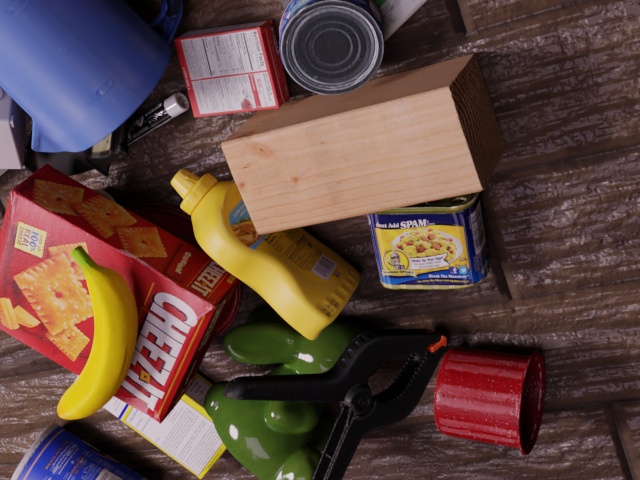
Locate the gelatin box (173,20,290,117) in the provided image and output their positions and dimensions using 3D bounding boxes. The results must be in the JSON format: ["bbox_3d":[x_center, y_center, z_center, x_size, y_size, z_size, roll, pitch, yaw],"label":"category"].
[{"bbox_3d":[-0.076,-0.150,0.935,0.089,0.030,0.073,-3,114,24],"label":"gelatin box"}]

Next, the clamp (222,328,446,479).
[{"bbox_3d":[0.022,0.137,0.962,0.164,0.210,0.036,56,165,-24],"label":"clamp"}]

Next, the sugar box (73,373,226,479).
[{"bbox_3d":[-0.169,0.168,1.138,0.176,0.048,0.093,38,125,4],"label":"sugar box"}]

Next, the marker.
[{"bbox_3d":[-0.172,-0.105,1.005,0.121,0.020,0.020,-26,105,32],"label":"marker"}]

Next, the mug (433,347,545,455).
[{"bbox_3d":[0.157,0.146,0.975,0.082,0.093,0.117,5,155,25],"label":"mug"}]

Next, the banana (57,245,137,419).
[{"bbox_3d":[-0.200,0.097,0.965,0.070,0.037,0.198,30,124,24],"label":"banana"}]

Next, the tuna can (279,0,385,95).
[{"bbox_3d":[0.009,-0.161,0.858,0.086,0.033,0.086,0,125,0],"label":"tuna can"}]

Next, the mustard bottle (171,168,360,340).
[{"bbox_3d":[-0.057,0.002,0.969,0.191,0.096,0.058,40,125,-2],"label":"mustard bottle"}]

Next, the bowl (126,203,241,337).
[{"bbox_3d":[-0.163,0.046,1.063,0.162,0.055,0.162,10,120,18],"label":"bowl"}]

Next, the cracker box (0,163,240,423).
[{"bbox_3d":[-0.204,0.053,1.005,0.214,0.072,0.164,30,124,4],"label":"cracker box"}]

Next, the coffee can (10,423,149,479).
[{"bbox_3d":[-0.269,0.286,1.208,0.140,0.102,0.103,29,124,5],"label":"coffee can"}]

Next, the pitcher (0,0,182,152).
[{"bbox_3d":[-0.240,-0.204,0.876,0.145,0.149,0.242,-17,130,39],"label":"pitcher"}]

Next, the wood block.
[{"bbox_3d":[0.036,-0.078,0.891,0.206,0.090,0.090,-11,112,27],"label":"wood block"}]

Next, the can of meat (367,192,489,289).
[{"bbox_3d":[0.094,-0.005,0.928,0.102,0.057,0.084,0,119,23],"label":"can of meat"}]
